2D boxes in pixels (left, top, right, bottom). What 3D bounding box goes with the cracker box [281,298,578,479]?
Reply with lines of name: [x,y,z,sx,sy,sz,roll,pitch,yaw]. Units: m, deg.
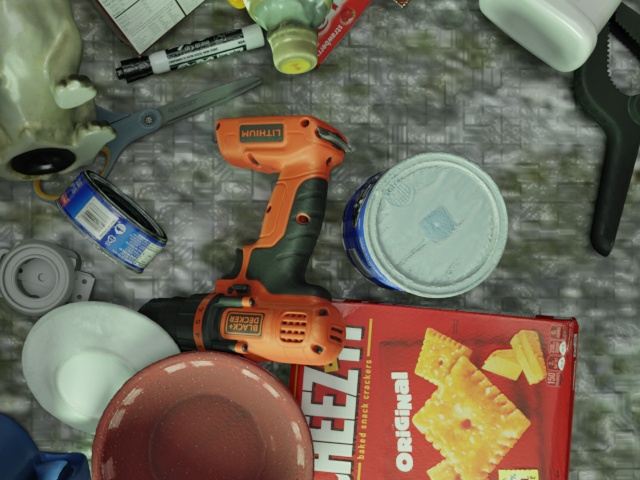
cracker box: [0.083,0.131,0.816,0.214,0.072,0.164,4,88,12]

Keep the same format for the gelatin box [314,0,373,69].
gelatin box: [-0.002,-0.196,0.862,0.073,0.030,0.089,40,86,-4]

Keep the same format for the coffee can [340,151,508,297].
coffee can: [0.074,-0.010,0.811,0.102,0.140,0.103,0,89,-6]

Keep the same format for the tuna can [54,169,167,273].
tuna can: [-0.158,-0.015,0.815,0.086,0.086,0.034,41,93,-4]

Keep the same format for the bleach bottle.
bleach bottle: [0.236,-0.258,0.857,0.102,0.068,0.250,38,74,5]

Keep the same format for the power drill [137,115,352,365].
power drill: [-0.055,0.001,0.817,0.185,0.057,0.187,2,78,30]

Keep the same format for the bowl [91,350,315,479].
bowl: [-0.085,0.160,0.791,0.162,0.055,0.162,0,89,-3]

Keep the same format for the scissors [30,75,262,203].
scissors: [-0.155,-0.107,0.854,0.201,0.016,0.096,-37,92,-5]

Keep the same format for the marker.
marker: [-0.105,-0.150,0.857,0.121,0.020,0.020,-17,91,-6]

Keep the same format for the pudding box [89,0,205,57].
pudding box: [-0.139,-0.209,0.812,0.090,0.113,0.039,-41,50,-4]
